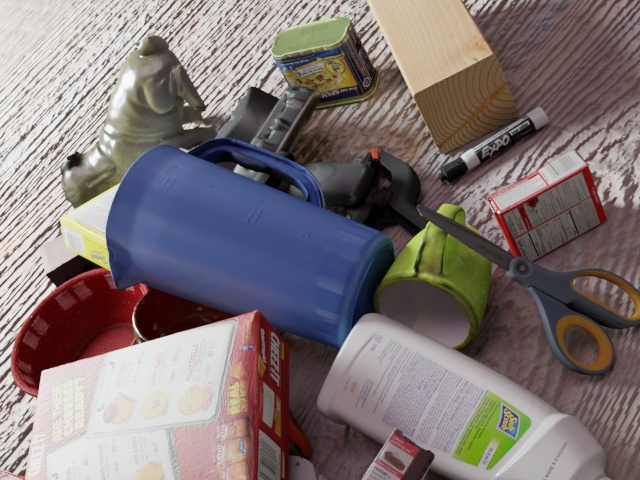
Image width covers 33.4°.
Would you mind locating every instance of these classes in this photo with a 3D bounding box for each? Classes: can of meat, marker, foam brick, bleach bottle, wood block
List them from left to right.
[{"bbox_3d":[-0.261,0.018,1.182,0.078,0.053,0.051,-32,41,2],"label":"foam brick"},{"bbox_3d":[0.004,-0.200,1.207,0.102,0.084,0.057,-7,47,26],"label":"can of meat"},{"bbox_3d":[0.125,-0.199,1.131,0.091,0.090,0.206,-26,43,7],"label":"wood block"},{"bbox_3d":[0.116,0.149,0.820,0.251,0.068,0.102,28,92,38],"label":"bleach bottle"},{"bbox_3d":[0.169,-0.093,1.055,0.121,0.020,0.020,-32,42,0],"label":"marker"}]

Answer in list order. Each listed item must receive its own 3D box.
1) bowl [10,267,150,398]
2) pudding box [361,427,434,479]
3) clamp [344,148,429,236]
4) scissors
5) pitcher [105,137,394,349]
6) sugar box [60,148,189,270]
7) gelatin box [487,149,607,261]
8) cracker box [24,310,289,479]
[{"bbox_3d":[-0.229,0.105,1.078,0.162,0.055,0.162,-17,44,17],"label":"bowl"},{"bbox_3d":[0.040,0.198,0.788,0.039,0.113,0.090,31,66,9],"label":"pudding box"},{"bbox_3d":[0.071,-0.030,1.041,0.120,0.039,0.171,-5,46,14],"label":"clamp"},{"bbox_3d":[0.162,0.044,0.848,0.201,0.016,0.096,16,73,-5],"label":"scissors"},{"bbox_3d":[-0.056,0.001,0.963,0.243,0.144,0.149,19,102,20],"label":"pitcher"},{"bbox_3d":[-0.181,-0.034,1.145,0.093,0.048,0.175,24,42,36],"label":"sugar box"},{"bbox_3d":[0.199,-0.028,0.935,0.089,0.073,0.030,-29,41,4],"label":"gelatin box"},{"bbox_3d":[-0.131,0.164,0.868,0.214,0.072,0.164,-18,48,18],"label":"cracker box"}]
